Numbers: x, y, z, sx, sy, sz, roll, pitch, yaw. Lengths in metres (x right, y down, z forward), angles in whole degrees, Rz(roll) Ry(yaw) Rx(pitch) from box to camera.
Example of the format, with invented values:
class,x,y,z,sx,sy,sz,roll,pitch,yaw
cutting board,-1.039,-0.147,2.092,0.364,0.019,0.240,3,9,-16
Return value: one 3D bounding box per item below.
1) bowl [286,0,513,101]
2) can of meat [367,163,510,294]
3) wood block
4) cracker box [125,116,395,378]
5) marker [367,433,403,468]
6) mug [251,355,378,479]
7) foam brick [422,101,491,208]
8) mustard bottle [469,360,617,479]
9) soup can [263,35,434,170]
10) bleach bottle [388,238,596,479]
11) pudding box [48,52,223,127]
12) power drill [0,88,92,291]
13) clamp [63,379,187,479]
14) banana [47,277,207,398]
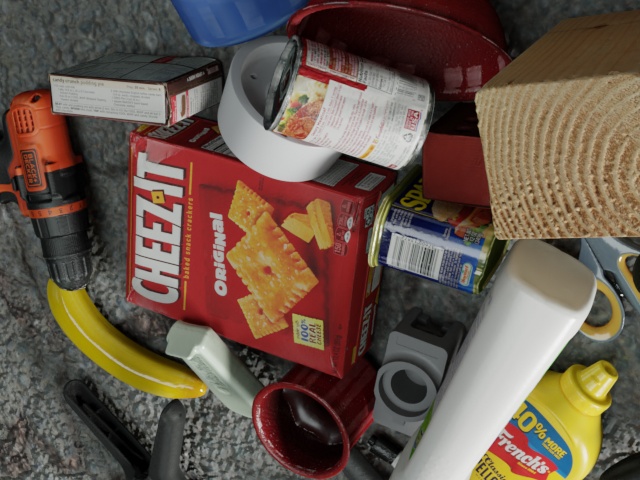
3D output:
class,x,y,z,sx,sy,sz,roll,pitch,yaw
bowl,0.060,-0.150,0.733,0.162,0.162,0.055,10,79,23
can of meat,0.092,-0.008,0.785,0.084,0.102,0.057,18,119,16
wood block,0.171,-0.078,0.651,0.091,0.205,0.090,-2,110,27
cracker box,-0.056,0.001,0.880,0.214,0.072,0.164,17,118,20
marker,0.092,0.207,0.925,0.121,0.020,0.020,35,122,9
mug,-0.001,0.148,0.906,0.093,0.081,0.117,30,128,16
foam brick,0.110,-0.063,0.766,0.053,0.078,0.051,9,117,23
mustard bottle,0.165,0.158,0.844,0.096,0.058,0.192,49,124,16
soup can,0.019,-0.094,0.738,0.102,0.068,0.069,16,122,-15
bleach bottle,0.113,0.124,0.797,0.068,0.102,0.251,30,117,8
pudding box,-0.147,-0.123,0.862,0.114,0.089,0.039,6,113,24
power drill,-0.298,-0.041,0.988,0.188,0.057,0.184,-3,101,25
clamp,-0.171,0.225,1.046,0.165,0.036,0.210,11,126,38
banana,-0.195,0.092,1.009,0.198,0.037,0.070,44,124,4
